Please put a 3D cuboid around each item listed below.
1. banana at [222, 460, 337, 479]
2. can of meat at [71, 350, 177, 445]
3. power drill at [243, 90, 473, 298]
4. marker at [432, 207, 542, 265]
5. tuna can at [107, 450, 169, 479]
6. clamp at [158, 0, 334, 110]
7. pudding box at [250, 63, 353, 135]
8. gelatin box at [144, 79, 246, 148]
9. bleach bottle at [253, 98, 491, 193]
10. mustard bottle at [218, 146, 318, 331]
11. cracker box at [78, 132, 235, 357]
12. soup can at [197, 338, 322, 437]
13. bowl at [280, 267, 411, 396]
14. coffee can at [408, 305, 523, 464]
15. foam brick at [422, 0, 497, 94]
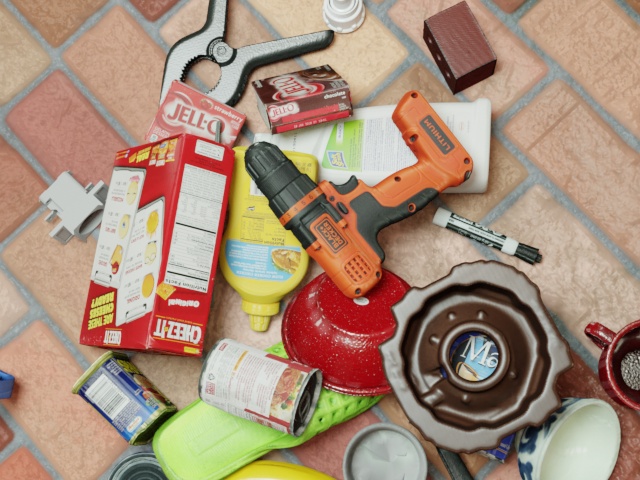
[{"bbox_3d":[-0.041,0.261,1.100,0.198,0.037,0.069,0,105,7],"label":"banana"},{"bbox_3d":[-0.198,0.164,1.096,0.084,0.102,0.057,42,85,8],"label":"can of meat"},{"bbox_3d":[0.041,-0.064,1.056,0.187,0.057,0.184,-39,90,-8],"label":"power drill"},{"bbox_3d":[0.178,-0.004,1.135,0.121,0.020,0.020,23,82,9],"label":"marker"},{"bbox_3d":[-0.179,0.262,1.109,0.086,0.034,0.086,-1,80,5],"label":"tuna can"},{"bbox_3d":[-0.112,-0.218,1.187,0.210,0.036,0.164,-42,87,-1],"label":"clamp"},{"bbox_3d":[-0.021,-0.150,1.128,0.090,0.113,0.039,-13,111,-7],"label":"pudding box"},{"bbox_3d":[-0.135,-0.123,1.157,0.089,0.030,0.073,26,98,-10],"label":"gelatin box"},{"bbox_3d":[0.054,-0.104,1.144,0.251,0.068,0.102,3,79,8],"label":"bleach bottle"},{"bbox_3d":[-0.057,0.001,1.117,0.096,0.058,0.192,6,101,5],"label":"mustard bottle"},{"bbox_3d":[-0.167,0.008,1.091,0.072,0.164,0.213,15,79,-34],"label":"cracker box"},{"bbox_3d":[-0.058,0.140,1.026,0.102,0.068,0.068,17,81,17],"label":"soup can"},{"bbox_3d":[0.041,0.076,1.076,0.162,0.055,0.162,1,48,-2],"label":"bowl"},{"bbox_3d":[0.162,0.138,1.068,0.103,0.103,0.140,23,82,8],"label":"coffee can"},{"bbox_3d":[0.150,-0.210,1.158,0.051,0.053,0.078,-26,78,0],"label":"foam brick"}]
